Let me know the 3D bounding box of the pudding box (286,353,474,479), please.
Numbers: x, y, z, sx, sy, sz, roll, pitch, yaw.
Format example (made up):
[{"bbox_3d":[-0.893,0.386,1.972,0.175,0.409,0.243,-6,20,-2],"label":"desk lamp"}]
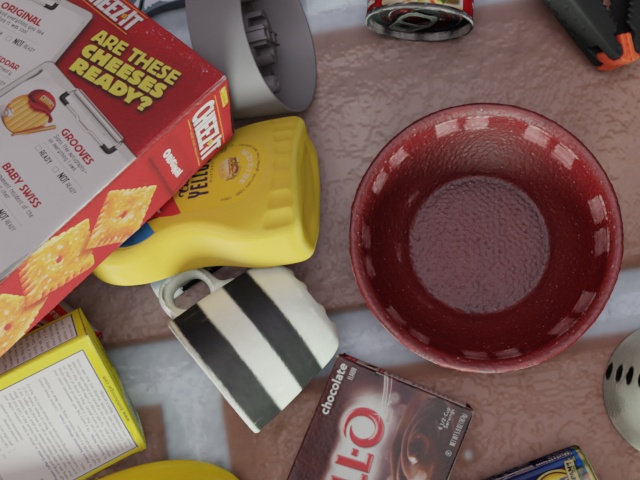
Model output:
[{"bbox_3d":[0.032,0.137,0.654,0.090,0.039,0.113,22,86,7],"label":"pudding box"}]

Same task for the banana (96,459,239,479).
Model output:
[{"bbox_3d":[-0.125,0.174,0.638,0.197,0.037,0.070,-14,51,-20],"label":"banana"}]

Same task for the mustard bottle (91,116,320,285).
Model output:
[{"bbox_3d":[-0.098,-0.019,0.660,0.192,0.058,0.096,-9,52,13],"label":"mustard bottle"}]

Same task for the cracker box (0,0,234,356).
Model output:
[{"bbox_3d":[-0.180,-0.051,0.604,0.164,0.072,0.213,39,71,17],"label":"cracker box"}]

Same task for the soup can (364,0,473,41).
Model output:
[{"bbox_3d":[0.065,-0.184,0.671,0.068,0.068,0.102,4,84,5],"label":"soup can"}]

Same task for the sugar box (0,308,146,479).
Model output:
[{"bbox_3d":[-0.203,0.122,0.639,0.176,0.048,0.093,-25,117,-7],"label":"sugar box"}]

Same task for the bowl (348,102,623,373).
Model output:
[{"bbox_3d":[0.099,0.000,0.654,0.162,0.055,0.162,-1,84,5],"label":"bowl"}]
